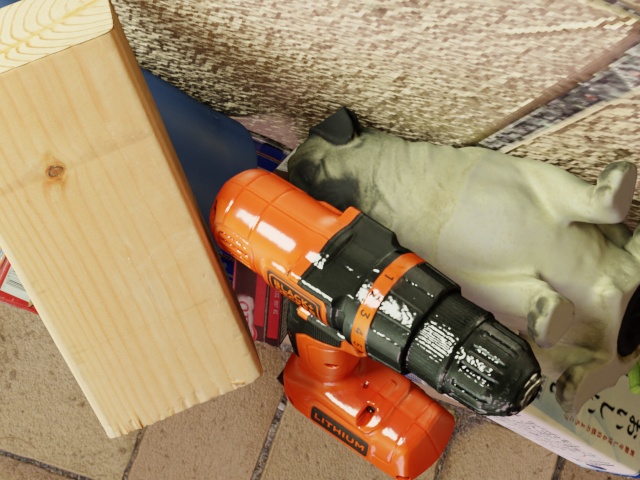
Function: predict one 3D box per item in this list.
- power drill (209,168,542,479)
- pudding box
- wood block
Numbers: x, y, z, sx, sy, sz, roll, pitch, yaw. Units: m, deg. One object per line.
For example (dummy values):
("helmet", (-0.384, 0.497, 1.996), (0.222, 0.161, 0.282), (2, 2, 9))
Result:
("power drill", (0.031, 0.059, 0.561), (0.185, 0.057, 0.187), (35, 156, 26))
("pudding box", (-0.021, 0.001, 0.684), (0.039, 0.090, 0.113), (15, -150, 15))
("wood block", (-0.109, -0.013, 0.540), (0.090, 0.091, 0.206), (-117, 7, -57))
